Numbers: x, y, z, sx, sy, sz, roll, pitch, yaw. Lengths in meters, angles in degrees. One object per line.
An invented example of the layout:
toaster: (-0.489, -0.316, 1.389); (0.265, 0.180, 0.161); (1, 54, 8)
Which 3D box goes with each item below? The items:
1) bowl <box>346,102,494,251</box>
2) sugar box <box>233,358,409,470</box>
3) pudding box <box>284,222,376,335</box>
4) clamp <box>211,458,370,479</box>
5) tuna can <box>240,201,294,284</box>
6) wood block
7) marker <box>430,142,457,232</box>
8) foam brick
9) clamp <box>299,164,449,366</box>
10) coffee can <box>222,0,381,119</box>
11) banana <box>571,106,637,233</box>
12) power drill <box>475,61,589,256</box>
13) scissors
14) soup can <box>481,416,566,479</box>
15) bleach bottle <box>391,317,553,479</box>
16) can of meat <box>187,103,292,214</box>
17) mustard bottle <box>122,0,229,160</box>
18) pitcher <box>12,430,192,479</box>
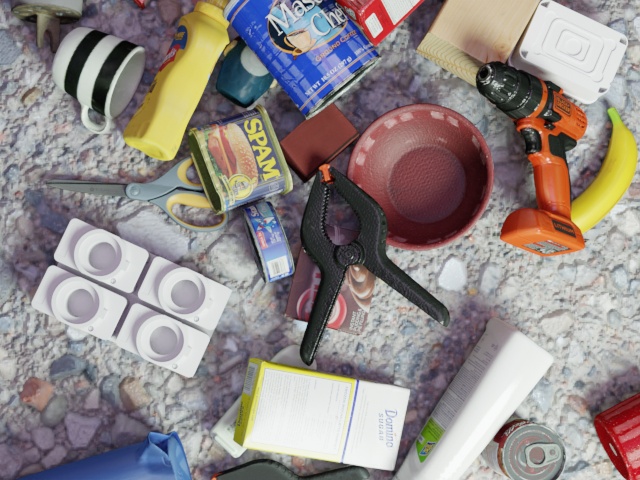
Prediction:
bowl: (0.112, -0.067, 1.175); (0.162, 0.055, 0.162); (-2, 84, 15)
sugar box: (0.002, 0.187, 1.146); (0.176, 0.048, 0.093); (14, 86, -21)
pudding box: (0.015, 0.041, 1.180); (0.090, 0.039, 0.113); (13, 84, -3)
clamp: (-0.037, 0.294, 1.157); (0.171, 0.039, 0.120); (8, 81, 2)
tuna can: (-0.058, 0.001, 1.153); (0.033, 0.086, 0.086); (-19, 88, -8)
wood block: (0.201, -0.287, 1.196); (0.091, 0.090, 0.206); (29, 84, -2)
marker: (0.140, -0.055, 1.208); (0.020, 0.020, 0.121); (11, 85, -4)
foam brick: (-0.004, -0.109, 1.183); (0.078, 0.053, 0.051); (-42, 90, -8)
clamp: (0.044, 0.019, 1.139); (0.164, 0.036, 0.210); (-10, 85, 7)
coffee can: (-0.019, -0.212, 1.110); (0.102, 0.103, 0.140); (-39, 92, -7)
banana: (0.306, -0.056, 1.217); (0.070, 0.037, 0.197); (33, 81, 20)
power drill: (0.228, -0.086, 1.142); (0.184, 0.057, 0.187); (18, 69, -43)
scissors: (-0.192, -0.070, 1.182); (0.201, 0.016, 0.096); (21, 82, -4)
soup can: (0.217, 0.227, 1.152); (0.068, 0.102, 0.068); (0, 86, -5)
bleach bottle: (0.148, 0.205, 1.159); (0.068, 0.102, 0.251); (36, 90, -8)
can of meat: (-0.089, -0.087, 1.162); (0.083, 0.057, 0.102); (-20, 88, -18)
mustard bottle: (-0.147, -0.183, 1.154); (0.058, 0.096, 0.191); (27, 83, -18)
pitcher: (-0.245, 0.298, 1.102); (0.243, 0.145, 0.149); (-13, 75, -2)
